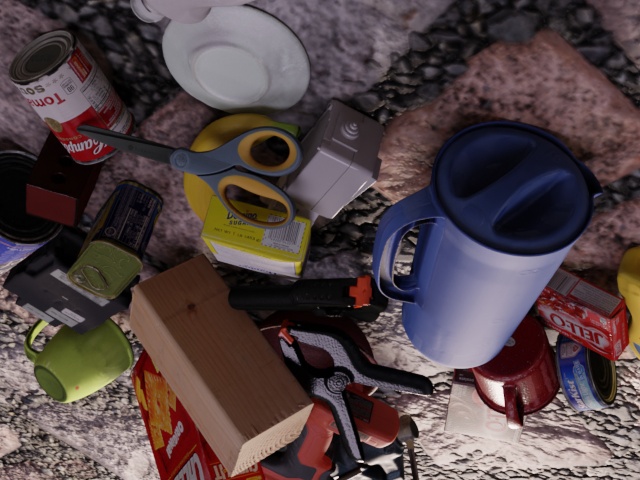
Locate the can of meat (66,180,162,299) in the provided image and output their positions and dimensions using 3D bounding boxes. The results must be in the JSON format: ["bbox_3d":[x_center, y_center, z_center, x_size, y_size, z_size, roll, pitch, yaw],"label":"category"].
[{"bbox_3d":[-0.208,-0.001,1.088,0.057,0.084,0.102,28,142,-17],"label":"can of meat"}]

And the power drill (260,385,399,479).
[{"bbox_3d":[0.015,0.253,1.216,0.184,0.057,0.188,26,123,-8],"label":"power drill"}]

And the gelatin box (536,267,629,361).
[{"bbox_3d":[0.251,0.069,1.025,0.089,0.030,0.073,30,156,35],"label":"gelatin box"}]

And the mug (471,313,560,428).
[{"bbox_3d":[0.193,0.131,1.076,0.093,0.117,0.081,-4,148,19],"label":"mug"}]

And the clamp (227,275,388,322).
[{"bbox_3d":[0.017,0.058,1.045,0.164,0.036,0.210,7,171,-23],"label":"clamp"}]

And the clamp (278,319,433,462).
[{"bbox_3d":[0.018,0.152,1.115,0.171,0.039,0.120,33,98,-3],"label":"clamp"}]

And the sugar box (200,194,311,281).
[{"bbox_3d":[-0.057,0.001,1.008,0.093,0.048,0.176,15,175,1],"label":"sugar box"}]

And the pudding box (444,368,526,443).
[{"bbox_3d":[0.192,0.185,1.222,0.090,0.039,0.113,9,143,8],"label":"pudding box"}]

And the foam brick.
[{"bbox_3d":[-0.246,-0.061,1.029,0.053,0.078,0.051,16,143,-4],"label":"foam brick"}]

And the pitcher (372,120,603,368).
[{"bbox_3d":[0.133,0.018,0.949,0.149,0.144,0.243,28,148,11],"label":"pitcher"}]

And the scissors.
[{"bbox_3d":[-0.101,-0.082,0.906,0.202,0.016,0.096,32,104,1],"label":"scissors"}]

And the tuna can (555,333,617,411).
[{"bbox_3d":[0.270,0.129,1.081,0.034,0.086,0.086,-14,135,32],"label":"tuna can"}]

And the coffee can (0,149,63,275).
[{"bbox_3d":[-0.339,-0.019,1.097,0.102,0.102,0.141,36,139,-25],"label":"coffee can"}]

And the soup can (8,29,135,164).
[{"bbox_3d":[-0.218,-0.126,0.942,0.069,0.068,0.102,-6,138,26],"label":"soup can"}]

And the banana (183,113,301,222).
[{"bbox_3d":[-0.091,-0.069,0.985,0.069,0.037,0.198,37,146,-9],"label":"banana"}]

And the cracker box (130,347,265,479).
[{"bbox_3d":[-0.151,0.213,1.244,0.072,0.214,0.164,-7,153,-28],"label":"cracker box"}]

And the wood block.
[{"bbox_3d":[-0.108,0.128,1.122,0.206,0.090,0.090,52,150,21],"label":"wood block"}]

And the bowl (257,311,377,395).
[{"bbox_3d":[-0.007,0.119,1.195,0.162,0.055,0.162,10,143,7],"label":"bowl"}]
